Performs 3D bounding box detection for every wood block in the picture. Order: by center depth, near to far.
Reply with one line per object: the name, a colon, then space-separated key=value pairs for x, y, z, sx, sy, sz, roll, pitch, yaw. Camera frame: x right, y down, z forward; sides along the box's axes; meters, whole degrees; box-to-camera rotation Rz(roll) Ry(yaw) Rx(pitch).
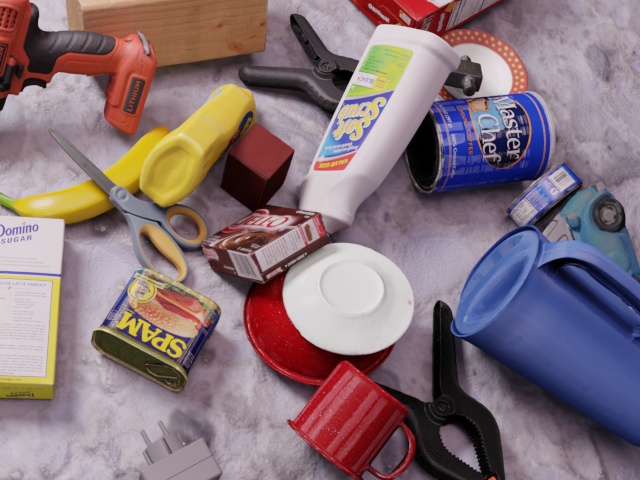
wood block: x=-0.170 y=-0.255 z=1.182 sx=0.205 sy=0.090 sz=0.091 roll=-12 pitch=46 yaw=-19

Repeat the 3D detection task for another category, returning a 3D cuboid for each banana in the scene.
banana: x=-0.232 y=-0.061 z=1.110 sx=0.197 sy=0.037 sz=0.070 roll=-25 pitch=74 yaw=-24

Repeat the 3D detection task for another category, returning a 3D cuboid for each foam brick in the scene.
foam brick: x=-0.068 y=-0.076 z=1.135 sx=0.053 sy=0.078 sz=0.051 roll=37 pitch=62 yaw=6

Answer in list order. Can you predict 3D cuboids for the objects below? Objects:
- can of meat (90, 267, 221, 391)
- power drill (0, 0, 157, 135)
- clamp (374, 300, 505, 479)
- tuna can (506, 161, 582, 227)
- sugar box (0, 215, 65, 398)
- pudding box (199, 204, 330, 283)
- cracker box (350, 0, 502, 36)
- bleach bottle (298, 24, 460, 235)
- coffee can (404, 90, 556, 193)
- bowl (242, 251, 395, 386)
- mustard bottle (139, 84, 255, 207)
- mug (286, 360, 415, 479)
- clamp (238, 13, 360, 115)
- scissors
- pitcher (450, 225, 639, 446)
can of meat: x=-0.158 y=0.085 z=1.043 sx=0.102 sy=0.057 sz=0.083 roll=28 pitch=58 yaw=0
power drill: x=-0.275 y=-0.162 z=1.100 sx=0.187 sy=0.185 sz=0.057 roll=7 pitch=34 yaw=-29
clamp: x=0.123 y=0.165 z=1.082 sx=0.164 sy=0.036 sz=0.210 roll=-34 pitch=72 yaw=-26
tuna can: x=0.251 y=-0.048 z=1.195 sx=0.086 sy=0.086 sz=0.034 roll=-34 pitch=77 yaw=-26
sugar box: x=-0.297 y=0.062 z=1.027 sx=0.093 sy=0.048 sz=0.176 roll=4 pitch=59 yaw=-12
pudding box: x=-0.057 y=0.001 z=1.082 sx=0.089 sy=0.114 sz=0.039 roll=-32 pitch=114 yaw=-26
cracker box: x=0.136 y=-0.341 z=1.318 sx=0.213 sy=0.072 sz=0.164 roll=-33 pitch=68 yaw=-25
bleach bottle: x=0.050 y=-0.104 z=1.140 sx=0.068 sy=0.103 sz=0.251 roll=31 pitch=84 yaw=-44
coffee can: x=0.177 y=-0.111 z=1.199 sx=0.140 sy=0.103 sz=0.103 roll=-8 pitch=66 yaw=-17
bowl: x=0.003 y=0.064 z=1.077 sx=0.162 sy=0.055 sz=0.162 roll=4 pitch=52 yaw=-5
mustard bottle: x=-0.116 y=-0.114 z=1.125 sx=0.058 sy=0.096 sz=0.191 roll=38 pitch=38 yaw=-4
mug: x=0.038 y=0.175 z=1.007 sx=0.117 sy=0.093 sz=0.081 roll=37 pitch=86 yaw=20
clamp: x=-0.006 y=-0.185 z=1.222 sx=0.172 sy=0.039 sz=0.120 roll=37 pitch=68 yaw=20
scissors: x=-0.187 y=-0.047 z=1.095 sx=0.096 sy=0.016 sz=0.202 roll=-35 pitch=94 yaw=-37
pitcher: x=0.266 y=0.099 z=1.068 sx=0.242 sy=0.149 sz=0.145 roll=35 pitch=93 yaw=-12
